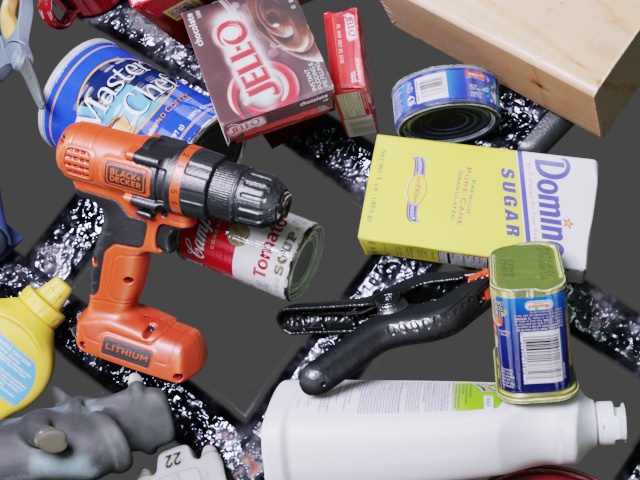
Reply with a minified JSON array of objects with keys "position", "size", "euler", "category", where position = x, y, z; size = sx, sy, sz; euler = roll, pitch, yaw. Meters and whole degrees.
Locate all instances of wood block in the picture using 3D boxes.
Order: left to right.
[{"position":[0.152,-0.177,0.830],"size":[0.206,0.090,0.090],"euler":[34,87,24],"category":"wood block"}]

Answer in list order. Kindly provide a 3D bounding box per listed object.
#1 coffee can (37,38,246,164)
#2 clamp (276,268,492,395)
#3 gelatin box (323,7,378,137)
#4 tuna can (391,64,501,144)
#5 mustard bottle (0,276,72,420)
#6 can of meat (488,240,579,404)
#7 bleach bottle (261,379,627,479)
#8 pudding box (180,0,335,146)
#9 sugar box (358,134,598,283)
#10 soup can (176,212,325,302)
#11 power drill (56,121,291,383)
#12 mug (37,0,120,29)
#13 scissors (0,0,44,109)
[{"position":[-0.146,-0.091,0.883],"size":[0.140,0.102,0.102],"euler":[30,80,18],"category":"coffee can"},{"position":[0.050,0.064,0.800],"size":[0.171,0.039,0.120],"euler":[-17,29,5],"category":"clamp"},{"position":[0.027,-0.136,0.871],"size":[0.030,0.089,0.073],"euler":[-8,70,7],"category":"gelatin box"},{"position":[0.100,-0.106,0.850],"size":[0.086,0.086,0.034],"euler":[-7,72,8],"category":"tuna can"},{"position":[-0.273,0.104,0.859],"size":[0.096,0.058,0.191],"euler":[44,83,-8],"category":"mustard bottle"},{"position":[0.150,0.056,0.762],"size":[0.057,0.102,0.084],"euler":[-5,109,9],"category":"can of meat"},{"position":[0.090,0.137,0.764],"size":[0.251,0.102,0.068],"euler":[-3,107,9],"category":"bleach bottle"},{"position":[-0.048,-0.138,0.825],"size":[0.090,0.039,0.113],"euler":[-19,64,-5],"category":"pudding box"},{"position":[0.125,-0.026,0.840],"size":[0.176,0.048,0.093],"euler":[6,73,14],"category":"sugar box"},{"position":[-0.056,0.001,0.854],"size":[0.102,0.068,0.068],"euler":[21,77,16],"category":"soup can"},{"position":[-0.117,0.012,0.813],"size":[0.184,0.057,0.188],"euler":[17,116,17],"category":"power drill"},{"position":[-0.223,-0.245,0.960],"size":[0.093,0.081,0.117],"euler":[9,74,13],"category":"mug"},{"position":[-0.265,-0.144,0.920],"size":[0.096,0.016,0.202],"euler":[-50,39,30],"category":"scissors"}]
